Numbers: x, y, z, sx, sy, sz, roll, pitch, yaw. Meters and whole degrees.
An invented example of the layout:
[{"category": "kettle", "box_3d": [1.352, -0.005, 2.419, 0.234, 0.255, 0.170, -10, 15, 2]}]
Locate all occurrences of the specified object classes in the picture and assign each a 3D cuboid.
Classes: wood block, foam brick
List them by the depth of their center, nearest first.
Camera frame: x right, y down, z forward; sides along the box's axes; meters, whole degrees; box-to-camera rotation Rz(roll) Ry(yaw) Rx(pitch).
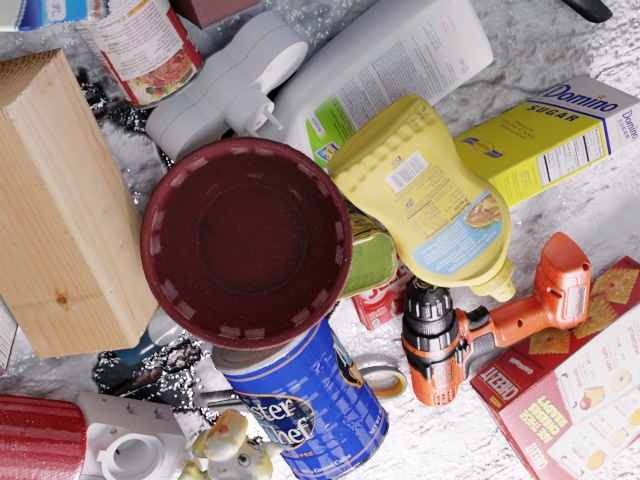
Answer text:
[{"category": "wood block", "box_3d": [-0.199, -0.023, 0.781, 0.091, 0.090, 0.206, -8, 123, 20]}, {"category": "foam brick", "box_3d": [-0.085, -0.194, 0.781, 0.053, 0.078, 0.051, -28, 121, -13]}]

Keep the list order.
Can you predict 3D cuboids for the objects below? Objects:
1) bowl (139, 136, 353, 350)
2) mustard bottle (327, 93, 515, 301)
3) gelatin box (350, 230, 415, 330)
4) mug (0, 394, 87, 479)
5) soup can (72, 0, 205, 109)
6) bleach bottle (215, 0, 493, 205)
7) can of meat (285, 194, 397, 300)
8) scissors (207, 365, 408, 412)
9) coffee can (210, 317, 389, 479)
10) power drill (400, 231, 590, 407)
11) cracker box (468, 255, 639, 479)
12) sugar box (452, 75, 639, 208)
[{"category": "bowl", "box_3d": [-0.055, 0.001, 0.826, 0.162, 0.055, 0.162, 0, 94, 1]}, {"category": "mustard bottle", "box_3d": [0.099, -0.020, 0.865, 0.096, 0.058, 0.191, -41, 112, 3]}, {"category": "gelatin box", "box_3d": [0.067, 0.031, 0.982, 0.089, 0.030, 0.073, -28, 121, -11]}, {"category": "mug", "box_3d": [-0.249, 0.176, 0.877, 0.081, 0.093, 0.117, 12, 134, -34]}, {"category": "soup can", "box_3d": [-0.138, -0.156, 0.780, 0.068, 0.069, 0.102, -35, 122, -6]}, {"category": "bleach bottle", "box_3d": [0.016, -0.117, 0.873, 0.251, 0.068, 0.102, -35, 122, -3]}, {"category": "can of meat", "box_3d": [0.004, 0.010, 0.912, 0.102, 0.084, 0.057, -18, 119, -16]}, {"category": "scissors", "box_3d": [-0.008, 0.170, 1.021, 0.201, 0.016, 0.096, -13, 117, -19]}, {"category": "coffee can", "box_3d": [-0.016, 0.128, 0.934, 0.102, 0.103, 0.140, -35, 114, -7]}, {"category": "power drill", "box_3d": [0.161, 0.064, 1.003, 0.187, 0.057, 0.184, -24, 142, -12]}, {"category": "cracker box", "box_3d": [0.281, 0.144, 1.109, 0.213, 0.072, 0.164, -37, 123, -4]}, {"category": "sugar box", "box_3d": [0.190, -0.085, 0.948, 0.176, 0.093, 0.048, -30, 122, -11]}]
